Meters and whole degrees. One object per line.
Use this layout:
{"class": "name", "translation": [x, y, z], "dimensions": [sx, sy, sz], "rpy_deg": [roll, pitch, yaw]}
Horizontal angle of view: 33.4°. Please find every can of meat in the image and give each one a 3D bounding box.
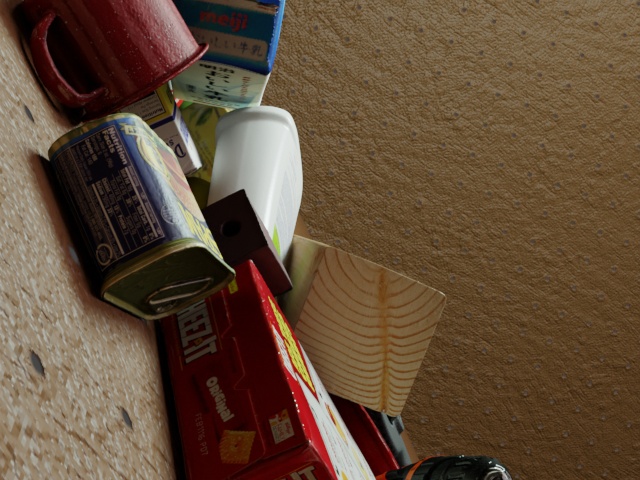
{"class": "can of meat", "translation": [-0.095, -0.012, 0.567], "dimensions": [0.084, 0.057, 0.102], "rpy_deg": [63, 2, 15]}

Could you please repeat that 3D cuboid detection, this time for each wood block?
{"class": "wood block", "translation": [0.014, 0.055, 0.796], "dimensions": [0.090, 0.091, 0.206], "rpy_deg": [22, -1, -9]}

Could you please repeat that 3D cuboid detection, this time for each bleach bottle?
{"class": "bleach bottle", "translation": [-0.055, 0.001, 0.779], "dimensions": [0.250, 0.068, 0.102], "rpy_deg": [-84, 169, -57]}

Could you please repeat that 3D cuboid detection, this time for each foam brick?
{"class": "foam brick", "translation": [-0.066, 0.015, 0.663], "dimensions": [0.053, 0.078, 0.051], "rpy_deg": [64, 2, 39]}

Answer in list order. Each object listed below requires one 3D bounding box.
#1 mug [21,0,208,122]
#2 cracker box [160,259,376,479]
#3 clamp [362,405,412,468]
{"class": "mug", "translation": [-0.134, -0.125, 0.650], "dimensions": [0.081, 0.093, 0.117], "rpy_deg": [59, 40, -19]}
{"class": "cracker box", "translation": [-0.012, 0.143, 0.617], "dimensions": [0.213, 0.072, 0.164], "rpy_deg": [62, 2, -34]}
{"class": "clamp", "translation": [0.059, 0.176, 0.973], "dimensions": [0.210, 0.036, 0.164], "rpy_deg": [59, 13, -62]}
